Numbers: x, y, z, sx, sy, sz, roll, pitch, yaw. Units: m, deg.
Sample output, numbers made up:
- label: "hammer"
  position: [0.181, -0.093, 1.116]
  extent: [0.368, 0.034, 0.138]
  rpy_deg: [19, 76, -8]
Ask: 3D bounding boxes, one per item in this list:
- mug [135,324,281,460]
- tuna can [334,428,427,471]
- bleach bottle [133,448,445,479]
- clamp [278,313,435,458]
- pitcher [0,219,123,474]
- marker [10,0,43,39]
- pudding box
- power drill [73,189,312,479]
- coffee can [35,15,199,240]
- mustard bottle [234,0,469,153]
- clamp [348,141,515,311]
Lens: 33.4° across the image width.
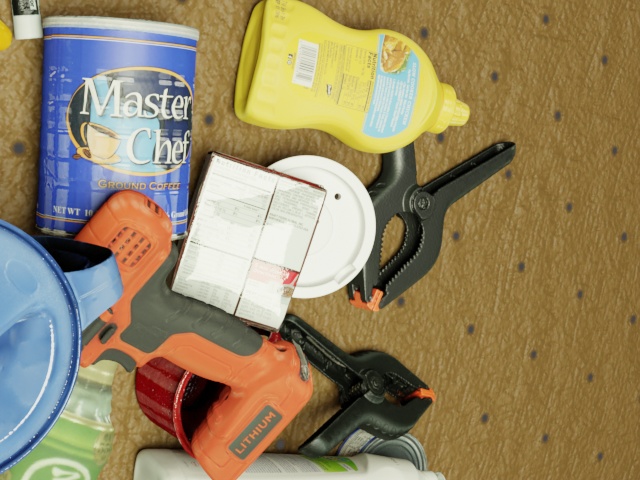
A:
- label: "mug"
  position: [-0.079, 0.103, 0.800]
  extent: [0.117, 0.082, 0.093]
  rpy_deg: [-47, 120, -20]
- label: "tuna can"
  position: [0.051, 0.205, 0.937]
  extent: [0.085, 0.034, 0.086]
  rpy_deg: [-6, 101, -34]
- label: "bleach bottle"
  position: [-0.012, 0.198, 0.825]
  extent: [0.250, 0.103, 0.068]
  rpy_deg: [4, 95, -24]
- label: "clamp"
  position: [0.028, 0.117, 0.892]
  extent: [0.171, 0.039, 0.120]
  rpy_deg: [6, 63, -50]
- label: "pitcher"
  position: [-0.228, 0.035, 0.585]
  extent: [0.149, 0.243, 0.145]
  rpy_deg: [30, 80, -35]
- label: "marker"
  position: [-0.200, -0.194, 0.705]
  extent: [0.020, 0.020, 0.121]
  rpy_deg: [-12, 105, -33]
- label: "pudding box"
  position: [-0.055, 0.001, 0.773]
  extent: [0.090, 0.039, 0.113]
  rpy_deg: [18, 89, -11]
- label: "power drill"
  position: [-0.113, 0.083, 0.686]
  extent: [0.187, 0.057, 0.184]
  rpy_deg: [37, 103, -25]
- label: "coffee can"
  position: [-0.137, -0.075, 0.717]
  extent: [0.102, 0.103, 0.140]
  rpy_deg: [-1, 98, -35]
- label: "mustard bottle"
  position: [0.032, -0.120, 0.834]
  extent: [0.191, 0.058, 0.096]
  rpy_deg: [11, 85, -24]
- label: "clamp"
  position: [0.086, -0.034, 0.920]
  extent: [0.164, 0.036, 0.210]
  rpy_deg: [23, 82, -32]
